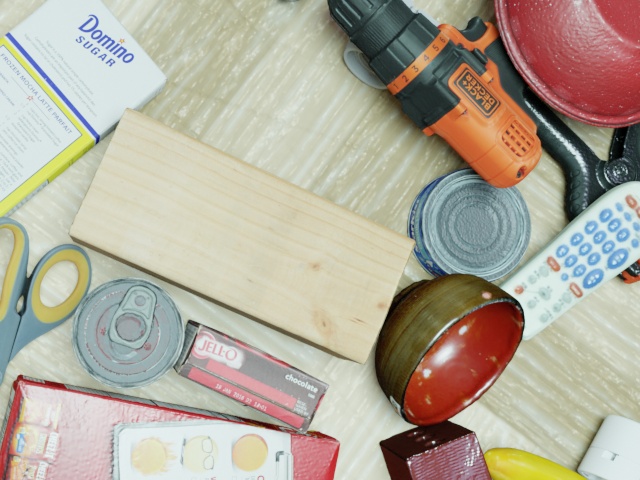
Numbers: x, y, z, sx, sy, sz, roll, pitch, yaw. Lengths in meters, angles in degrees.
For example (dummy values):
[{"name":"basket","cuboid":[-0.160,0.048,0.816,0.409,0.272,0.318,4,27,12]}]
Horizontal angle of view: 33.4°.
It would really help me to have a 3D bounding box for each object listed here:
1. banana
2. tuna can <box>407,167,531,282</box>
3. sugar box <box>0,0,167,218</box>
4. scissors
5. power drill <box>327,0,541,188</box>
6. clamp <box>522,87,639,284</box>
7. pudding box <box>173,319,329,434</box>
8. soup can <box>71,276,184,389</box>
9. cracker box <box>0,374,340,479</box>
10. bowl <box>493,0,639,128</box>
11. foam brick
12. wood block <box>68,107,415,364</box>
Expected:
[{"name":"banana","cuboid":[0.195,0.193,0.762,0.197,0.070,0.037,30,84,-6]},{"name":"tuna can","cuboid":[0.109,-0.010,0.777,0.086,0.034,0.086,1,86,-11]},{"name":"sugar box","cuboid":[-0.199,-0.085,0.718,0.176,0.048,0.093,-41,96,-14]},{"name":"scissors","cuboid":[-0.204,0.082,0.716,0.096,0.016,0.202,-3,107,-38]},{"name":"power drill","cuboid":[0.114,-0.154,0.744,0.184,0.057,0.187,46,65,-8]},{"name":"clamp","cuboid":[0.223,-0.057,0.801,0.120,0.039,0.171,-23,88,-6]},{"name":"pudding box","cuboid":[-0.050,0.087,0.700,0.090,0.114,0.039,27,81,-9]},{"name":"soup can","cuboid":[-0.125,0.059,0.693,0.068,0.102,0.068,1,86,-11]},{"name":"cracker box","cuboid":[-0.111,0.188,0.696,0.213,0.072,0.164,14,85,-16]},{"name":"bowl","cuboid":[0.199,-0.161,0.719,0.161,0.055,0.162,5,76,-22]},{"name":"foam brick","cuboid":[0.080,0.160,0.738,0.053,0.078,0.051,-18,91,-12]},{"name":"wood block","cuboid":[-0.054,0.000,0.717,0.206,0.091,0.090,24,82,-8]}]
